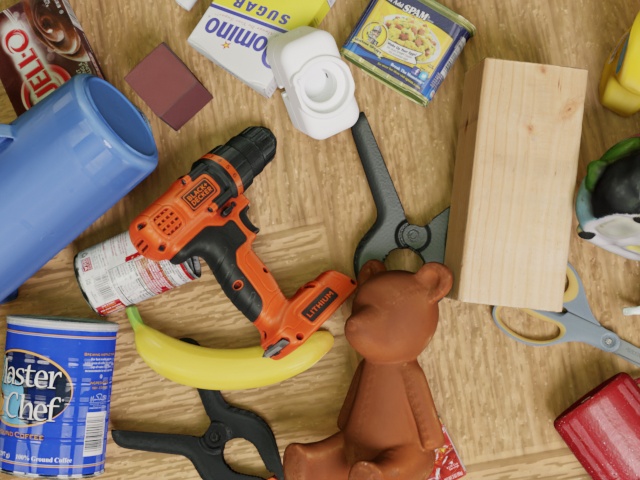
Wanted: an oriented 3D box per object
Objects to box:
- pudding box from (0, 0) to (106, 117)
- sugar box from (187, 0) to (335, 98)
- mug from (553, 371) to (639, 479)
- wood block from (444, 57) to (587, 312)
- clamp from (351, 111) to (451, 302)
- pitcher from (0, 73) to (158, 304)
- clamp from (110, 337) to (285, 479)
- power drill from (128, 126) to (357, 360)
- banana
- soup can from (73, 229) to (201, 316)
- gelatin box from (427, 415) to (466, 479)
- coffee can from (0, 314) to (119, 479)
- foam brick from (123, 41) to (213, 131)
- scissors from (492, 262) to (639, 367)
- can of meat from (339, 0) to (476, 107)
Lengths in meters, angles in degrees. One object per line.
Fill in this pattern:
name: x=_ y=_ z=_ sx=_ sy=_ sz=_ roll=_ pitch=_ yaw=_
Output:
pudding box: x=-0.271 y=-0.179 z=1.046 sx=0.090 sy=0.039 sz=0.113 roll=-26 pitch=84 yaw=5
sugar box: x=-0.040 y=-0.235 z=1.018 sx=0.093 sy=0.048 sz=0.176 roll=34 pitch=90 yaw=7
mug: x=0.269 y=0.164 z=0.940 sx=0.117 sy=0.093 sz=0.081 roll=-32 pitch=78 yaw=-18
wood block: x=0.166 y=-0.046 z=0.932 sx=0.090 sy=0.091 sz=0.206 roll=6 pitch=90 yaw=-4
clamp: x=0.077 y=-0.012 z=0.994 sx=0.164 sy=0.036 sz=0.210 roll=22 pitch=88 yaw=5
pitcher: x=-0.275 y=-0.046 z=0.962 sx=0.243 sy=0.149 sz=0.145 roll=-36 pitch=88 yaw=14
clamp: x=-0.109 y=0.189 z=1.003 sx=0.171 sy=0.039 sz=0.120 roll=44 pitch=90 yaw=10
power drill: x=-0.056 y=0.001 z=0.977 sx=0.187 sy=0.057 sz=0.184 roll=46 pitch=57 yaw=-1
banana: x=-0.087 y=0.105 z=0.988 sx=0.197 sy=0.037 sz=0.069 roll=8 pitch=77 yaw=-5
soup can: x=-0.172 y=0.024 z=1.007 sx=0.102 sy=0.068 sz=0.068 roll=-23 pitch=84 yaw=5
gelatin box: x=0.079 y=0.201 z=0.985 sx=0.089 sy=0.030 sz=0.073 roll=-26 pitch=84 yaw=4
coffee can: x=-0.245 y=0.142 z=0.991 sx=0.103 sy=0.102 sz=0.140 roll=5 pitch=87 yaw=7
foam brick: x=-0.142 y=-0.144 z=1.009 sx=0.051 sy=0.078 sz=0.053 roll=-41 pitch=83 yaw=1
scissors: x=0.260 y=0.072 z=0.978 sx=0.202 sy=0.016 sz=0.096 roll=12 pitch=88 yaw=7
can of meat: x=0.080 y=-0.185 z=0.996 sx=0.102 sy=0.057 sz=0.084 roll=32 pitch=93 yaw=8
